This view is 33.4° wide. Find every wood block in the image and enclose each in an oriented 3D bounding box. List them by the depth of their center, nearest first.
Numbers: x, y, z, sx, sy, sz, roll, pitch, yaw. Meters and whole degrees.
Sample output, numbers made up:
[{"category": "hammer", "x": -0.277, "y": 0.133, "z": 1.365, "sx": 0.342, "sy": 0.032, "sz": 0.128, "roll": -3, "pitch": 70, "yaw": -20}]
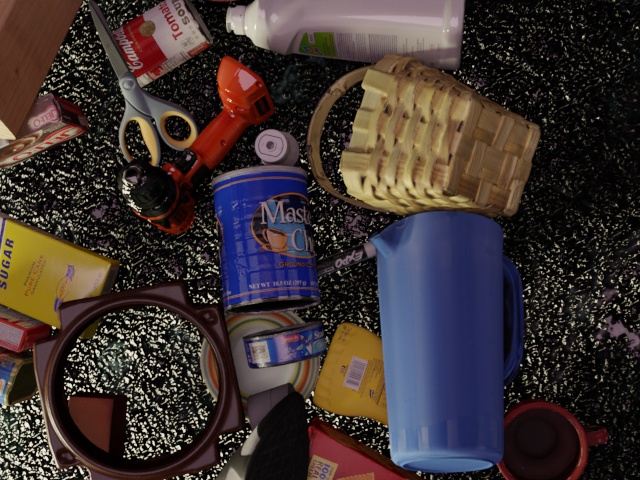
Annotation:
[{"category": "wood block", "x": -0.337, "y": -0.218, "z": 1.128, "sx": 0.091, "sy": 0.090, "sz": 0.206, "roll": 5, "pitch": 62, "yaw": 24}]

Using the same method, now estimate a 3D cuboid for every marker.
[{"category": "marker", "x": 0.032, "y": 0.018, "z": 1.162, "sx": 0.121, "sy": 0.020, "sz": 0.020, "roll": -21, "pitch": 87, "yaw": 6}]

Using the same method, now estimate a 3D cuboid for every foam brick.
[{"category": "foam brick", "x": -0.247, "y": 0.208, "z": 1.178, "sx": 0.053, "sy": 0.051, "sz": 0.078, "roll": 4, "pitch": 89, "yaw": 8}]

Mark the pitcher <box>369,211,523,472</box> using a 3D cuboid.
[{"category": "pitcher", "x": 0.130, "y": 0.103, "z": 1.063, "sx": 0.149, "sy": 0.145, "sz": 0.243, "roll": -4, "pitch": 69, "yaw": 10}]

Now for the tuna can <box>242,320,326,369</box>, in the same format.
[{"category": "tuna can", "x": -0.037, "y": 0.109, "z": 1.115, "sx": 0.086, "sy": 0.086, "sz": 0.034, "roll": -11, "pitch": 90, "yaw": 7}]

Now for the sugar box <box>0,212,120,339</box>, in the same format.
[{"category": "sugar box", "x": -0.321, "y": 0.035, "z": 1.193, "sx": 0.176, "sy": 0.048, "sz": 0.093, "roll": 21, "pitch": 92, "yaw": 6}]

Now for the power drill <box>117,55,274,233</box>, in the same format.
[{"category": "power drill", "x": -0.130, "y": -0.099, "z": 1.112, "sx": 0.057, "sy": 0.184, "sz": 0.187, "roll": 37, "pitch": 84, "yaw": 10}]

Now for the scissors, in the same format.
[{"category": "scissors", "x": -0.186, "y": -0.166, "z": 1.146, "sx": 0.096, "sy": 0.016, "sz": 0.202, "roll": -9, "pitch": 122, "yaw": -9}]

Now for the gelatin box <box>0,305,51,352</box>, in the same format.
[{"category": "gelatin box", "x": -0.353, "y": 0.094, "z": 1.182, "sx": 0.089, "sy": 0.073, "sz": 0.030, "roll": 20, "pitch": 92, "yaw": 6}]

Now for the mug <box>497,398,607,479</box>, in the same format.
[{"category": "mug", "x": 0.236, "y": 0.206, "z": 1.102, "sx": 0.117, "sy": 0.081, "sz": 0.093, "roll": -12, "pitch": 88, "yaw": 7}]

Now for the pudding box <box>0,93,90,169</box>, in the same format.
[{"category": "pudding box", "x": -0.321, "y": -0.119, "z": 1.173, "sx": 0.113, "sy": 0.090, "sz": 0.039, "roll": -21, "pitch": 85, "yaw": 7}]

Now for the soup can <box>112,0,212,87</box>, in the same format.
[{"category": "soup can", "x": -0.177, "y": -0.219, "z": 1.168, "sx": 0.102, "sy": 0.068, "sz": 0.068, "roll": -30, "pitch": 86, "yaw": 5}]

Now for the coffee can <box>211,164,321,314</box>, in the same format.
[{"category": "coffee can", "x": -0.057, "y": 0.001, "z": 1.122, "sx": 0.103, "sy": 0.102, "sz": 0.140, "roll": -8, "pitch": 79, "yaw": 7}]

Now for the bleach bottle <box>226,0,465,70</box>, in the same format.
[{"category": "bleach bottle", "x": 0.025, "y": -0.231, "z": 1.126, "sx": 0.251, "sy": 0.102, "sz": 0.068, "roll": 5, "pitch": 69, "yaw": 7}]

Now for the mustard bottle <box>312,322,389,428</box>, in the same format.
[{"category": "mustard bottle", "x": 0.095, "y": 0.161, "z": 1.132, "sx": 0.191, "sy": 0.058, "sz": 0.096, "roll": 19, "pitch": 85, "yaw": 7}]

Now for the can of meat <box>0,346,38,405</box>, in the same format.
[{"category": "can of meat", "x": -0.358, "y": 0.141, "z": 1.168, "sx": 0.084, "sy": 0.102, "sz": 0.057, "roll": 18, "pitch": 91, "yaw": 5}]

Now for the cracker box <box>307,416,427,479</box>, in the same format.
[{"category": "cracker box", "x": 0.046, "y": 0.312, "z": 1.129, "sx": 0.214, "sy": 0.072, "sz": 0.164, "roll": 29, "pitch": 93, "yaw": 6}]
